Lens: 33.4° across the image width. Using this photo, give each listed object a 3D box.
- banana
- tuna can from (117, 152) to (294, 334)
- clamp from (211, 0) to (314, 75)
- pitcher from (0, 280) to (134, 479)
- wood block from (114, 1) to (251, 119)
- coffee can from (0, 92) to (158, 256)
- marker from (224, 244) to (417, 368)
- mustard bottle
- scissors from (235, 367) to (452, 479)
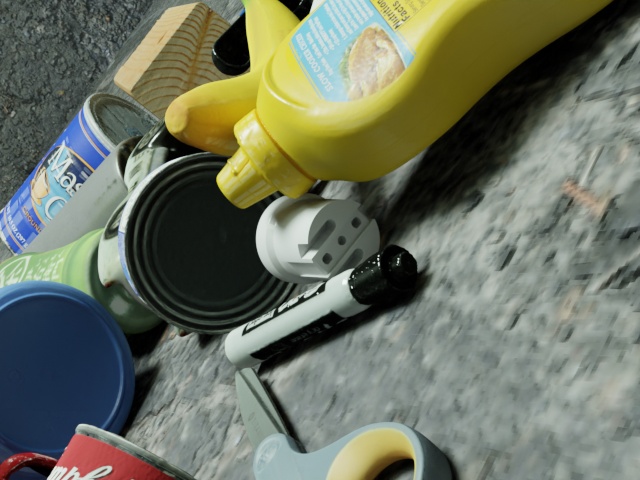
[{"bbox_3d":[-0.032,-0.081,0.535,0.037,0.069,0.197,-58,13,27],"label":"banana"},{"bbox_3d":[-0.053,0.001,0.512,0.086,0.086,0.034,-56,16,-7],"label":"tuna can"},{"bbox_3d":[-0.022,-0.156,0.686,0.120,0.039,0.171,-47,2,7],"label":"clamp"},{"bbox_3d":[-0.213,0.113,0.665,0.243,0.149,0.144,-24,19,51],"label":"pitcher"},{"bbox_3d":[-0.109,-0.138,0.901,0.091,0.090,0.206,-52,18,0],"label":"wood block"},{"bbox_3d":[-0.197,-0.042,0.922,0.140,0.102,0.103,-47,19,21],"label":"coffee can"},{"bbox_3d":[-0.002,0.029,0.437,0.121,0.020,0.020,-31,28,49],"label":"marker"},{"bbox_3d":[0.033,-0.079,0.432,0.192,0.058,0.096,-39,40,12],"label":"mustard bottle"},{"bbox_3d":[-0.001,0.069,0.368,0.096,0.016,0.202,-46,19,17],"label":"scissors"}]
